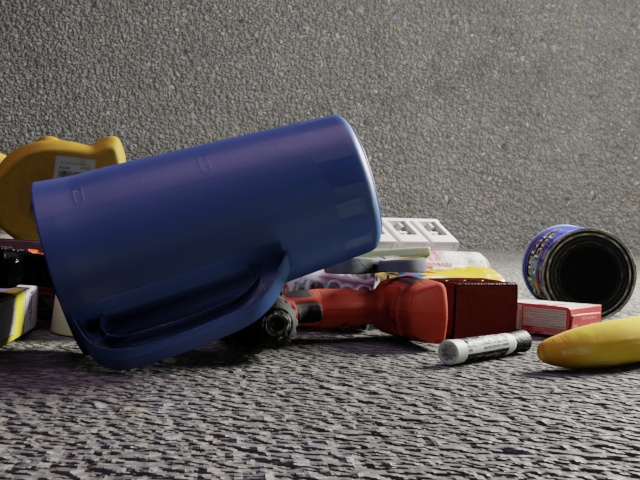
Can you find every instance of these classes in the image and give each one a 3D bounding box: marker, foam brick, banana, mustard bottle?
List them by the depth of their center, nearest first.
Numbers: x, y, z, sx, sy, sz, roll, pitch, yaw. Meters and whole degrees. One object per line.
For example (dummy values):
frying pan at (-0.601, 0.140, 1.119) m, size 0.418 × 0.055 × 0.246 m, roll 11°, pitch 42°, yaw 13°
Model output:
marker at (0.133, 0.084, 0.847) m, size 0.020 × 0.020 × 0.120 m, roll 4°, pitch 3°, yaw 39°
banana at (0.239, 0.082, 0.854) m, size 0.070 × 0.037 × 0.197 m, roll -17°, pitch -9°, yaw 30°
foam brick at (0.140, 0.062, 1.001) m, size 0.078 × 0.051 × 0.053 m, roll 1°, pitch 3°, yaw -33°
mustard bottle at (0.085, 0.055, 1.083) m, size 0.191 × 0.058 × 0.096 m, roll 1°, pitch 1°, yaw -23°

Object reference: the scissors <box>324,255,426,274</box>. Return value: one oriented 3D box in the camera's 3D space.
scissors at (0.078, 0.022, 0.977) m, size 0.096 × 0.016 × 0.201 m, roll 0°, pitch 0°, yaw 34°

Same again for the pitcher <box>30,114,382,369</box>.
pitcher at (-0.079, -0.004, 0.788) m, size 0.242 × 0.149 × 0.145 m, roll -17°, pitch -1°, yaw -6°

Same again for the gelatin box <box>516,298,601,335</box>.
gelatin box at (0.219, 0.075, 1.043) m, size 0.089 × 0.030 × 0.073 m, roll 4°, pitch 1°, yaw 38°

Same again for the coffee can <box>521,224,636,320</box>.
coffee can at (0.291, 0.035, 1.218) m, size 0.103 × 0.103 × 0.140 m, roll 2°, pitch 2°, yaw 2°

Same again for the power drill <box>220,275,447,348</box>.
power drill at (0.006, 0.059, 0.887) m, size 0.187 × 0.057 × 0.185 m, roll 2°, pitch 2°, yaw -17°

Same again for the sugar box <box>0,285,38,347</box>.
sugar box at (-0.283, 0.057, 0.838) m, size 0.093 × 0.048 × 0.176 m, roll 4°, pitch -1°, yaw -5°

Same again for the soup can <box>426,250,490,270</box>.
soup can at (0.140, 0.046, 1.245) m, size 0.102 × 0.068 × 0.069 m, roll 2°, pitch 2°, yaw -20°

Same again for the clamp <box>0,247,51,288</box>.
clamp at (-0.268, 0.015, 0.795) m, size 0.164 × 0.036 × 0.210 m, roll 8°, pitch -2°, yaw 5°
